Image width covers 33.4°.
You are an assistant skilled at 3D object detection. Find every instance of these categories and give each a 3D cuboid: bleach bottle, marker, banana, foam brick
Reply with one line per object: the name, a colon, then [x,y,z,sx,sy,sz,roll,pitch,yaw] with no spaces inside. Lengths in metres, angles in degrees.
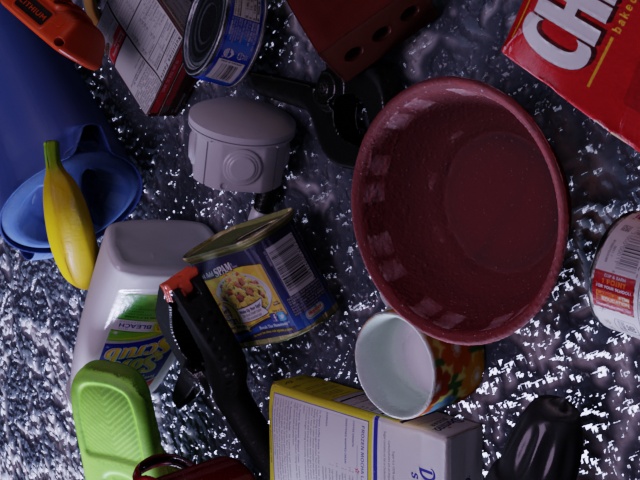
bleach bottle: [-0.166,0.092,0.951,0.068,0.102,0.251,-112,33,-41]
marker: [-0.056,0.001,0.856,0.020,0.020,0.121,44,127,34]
banana: [-0.206,-0.001,0.912,0.198,0.037,0.069,94,177,-57]
foam brick: [0.028,-0.151,0.687,0.078,0.053,0.051,-35,67,12]

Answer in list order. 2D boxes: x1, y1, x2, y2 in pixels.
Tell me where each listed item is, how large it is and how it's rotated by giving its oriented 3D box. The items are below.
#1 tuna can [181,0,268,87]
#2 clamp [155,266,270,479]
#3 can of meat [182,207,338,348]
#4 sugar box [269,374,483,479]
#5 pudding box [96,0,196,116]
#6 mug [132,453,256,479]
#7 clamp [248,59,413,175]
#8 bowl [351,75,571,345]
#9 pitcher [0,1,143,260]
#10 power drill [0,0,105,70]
tuna can: [-0.074,-0.162,0.815,0.086,0.033,0.086,-31,53,54]
clamp: [-0.079,0.109,0.839,0.165,0.036,0.210,36,149,34]
can of meat: [-0.044,0.030,0.805,0.102,0.057,0.084,-16,106,49]
sugar box: [0.036,0.159,0.764,0.177,0.048,0.093,9,103,43]
pudding box: [-0.142,-0.174,0.907,0.113,0.039,0.090,55,131,24]
mug: [-0.103,0.214,0.852,0.117,0.081,0.093,40,126,36]
clamp: [0.016,-0.116,0.742,0.172,0.039,0.120,47,132,33]
bowl: [0.095,-0.020,0.653,0.162,0.055,0.162,11,106,44]
pitcher: [-0.277,-0.110,1.007,0.149,0.145,0.243,-32,62,2]
power drill: [-0.162,-0.235,0.858,0.185,0.057,0.188,39,96,34]
